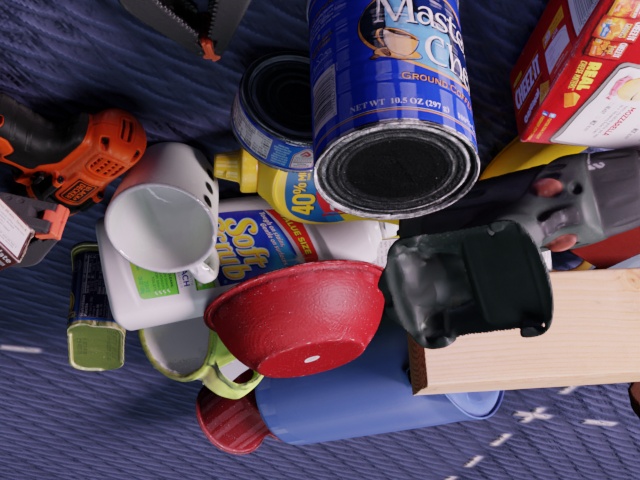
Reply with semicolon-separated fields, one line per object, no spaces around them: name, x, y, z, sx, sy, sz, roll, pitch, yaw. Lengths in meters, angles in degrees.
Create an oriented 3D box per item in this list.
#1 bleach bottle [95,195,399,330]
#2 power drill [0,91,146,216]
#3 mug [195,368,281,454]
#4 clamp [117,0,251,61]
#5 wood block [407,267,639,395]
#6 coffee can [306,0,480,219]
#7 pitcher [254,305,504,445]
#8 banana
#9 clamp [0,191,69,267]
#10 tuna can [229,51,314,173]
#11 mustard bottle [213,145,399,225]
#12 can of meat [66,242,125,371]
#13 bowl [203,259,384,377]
bleach bottle;-0.056;0.001;0.901;0.251;0.102;0.068;-14;167;3
power drill;-0.250;-0.071;0.798;0.187;0.057;0.185;21;144;-35
mug;-0.069;0.184;1.179;0.117;0.093;0.082;36;132;-13
clamp;-0.082;-0.185;0.636;0.165;0.036;0.210;-10;149;14
wood block;0.182;0.079;0.916;0.206;0.091;0.090;-3;167;-4
coffee can;0.044;-0.099;0.684;0.103;0.140;0.103;-1;148;-1
pitcher;0.059;0.132;1.081;0.243;0.145;0.149;-20;136;37
banana;0.175;-0.062;0.850;0.069;0.037;0.198;19;143;-31
clamp;-0.277;-0.009;0.823;0.172;0.039;0.120;-16;146;27
tuna can;-0.018;-0.091;0.747;0.086;0.086;0.034;6;146;-13
mustard bottle;0.013;-0.056;0.829;0.191;0.058;0.096;2;133;-4
can of meat;-0.204;0.064;0.989;0.057;0.084;0.102;3;148;-9
bowl;-0.013;0.073;0.885;0.162;0.055;0.162;-11;158;-5
